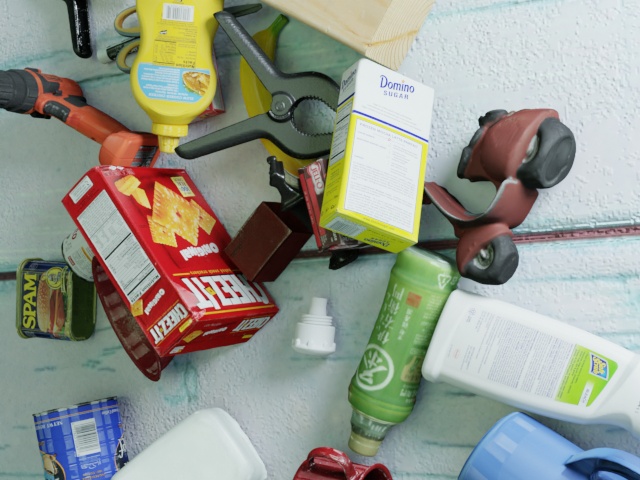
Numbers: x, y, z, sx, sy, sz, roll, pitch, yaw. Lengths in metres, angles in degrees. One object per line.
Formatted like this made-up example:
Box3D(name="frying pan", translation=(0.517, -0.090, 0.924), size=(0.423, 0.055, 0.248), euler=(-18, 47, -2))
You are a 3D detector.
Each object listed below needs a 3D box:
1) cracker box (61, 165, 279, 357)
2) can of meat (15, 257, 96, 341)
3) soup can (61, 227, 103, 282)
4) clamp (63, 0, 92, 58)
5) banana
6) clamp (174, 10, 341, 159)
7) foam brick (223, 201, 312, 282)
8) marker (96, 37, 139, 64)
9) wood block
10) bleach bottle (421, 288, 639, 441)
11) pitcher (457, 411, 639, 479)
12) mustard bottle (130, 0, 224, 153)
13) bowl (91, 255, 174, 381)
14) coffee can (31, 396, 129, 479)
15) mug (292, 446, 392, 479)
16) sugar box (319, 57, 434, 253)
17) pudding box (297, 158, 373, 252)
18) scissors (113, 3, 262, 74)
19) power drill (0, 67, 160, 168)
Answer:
Box3D(name="cracker box", translation=(-0.161, 0.016, 1.176), size=(0.072, 0.163, 0.214), euler=(-44, 71, 23))
Box3D(name="can of meat", translation=(-0.327, 0.074, 1.326), size=(0.084, 0.057, 0.102), euler=(3, 92, 25))
Box3D(name="soup can", translation=(-0.252, -0.002, 1.278), size=(0.102, 0.068, 0.068), euler=(-33, 75, 25))
Box3D(name="clamp", translation=(-0.302, -0.311, 1.322), size=(0.172, 0.039, 0.120), euler=(46, 106, 27))
Box3D(name="banana", translation=(-0.051, -0.151, 1.187), size=(0.070, 0.037, 0.198), euler=(-17, 82, 27))
Box3D(name="clamp", translation=(-0.049, -0.134, 1.149), size=(0.210, 0.036, 0.164), euler=(24, 95, 5))
Box3D(name="foam brick", translation=(-0.058, 0.001, 1.183), size=(0.053, 0.051, 0.078), euler=(48, 110, 21))
Box3D(name="marker", translation=(-0.218, -0.240, 1.288), size=(0.121, 0.020, 0.020), euler=(-15, 83, 27))
Box3D(name="wood block", translation=(0.003, -0.268, 1.127), size=(0.206, 0.090, 0.090), euler=(33, 101, 24))
Box3D(name="bleach bottle", translation=(0.230, 0.132, 1.021), size=(0.251, 0.068, 0.102), euler=(21, 92, 25))
Box3D(name="pitcher", translation=(0.250, 0.259, 0.974), size=(0.243, 0.145, 0.149), euler=(36, 88, 27))
Box3D(name="mustard bottle", translation=(-0.162, -0.193, 1.190), size=(0.096, 0.058, 0.192), euler=(5, 102, -6))
Box3D(name="bowl", translation=(-0.203, 0.080, 1.233), size=(0.162, 0.055, 0.162), euler=(46, 150, 35))
Box3D(name="coffee can", translation=(-0.280, 0.265, 1.274), size=(0.103, 0.102, 0.140), euler=(-16, 82, 27))
Box3D(name="mug", translation=(0.017, 0.263, 1.115), size=(0.082, 0.093, 0.117), euler=(6, 128, 33))
Box3D(name="sugar box", translation=(0.058, -0.085, 1.063), size=(0.048, 0.093, 0.176), euler=(-34, 42, 54))
Box3D(name="pudding box", translation=(0.033, -0.037, 1.099), size=(0.039, 0.113, 0.090), euler=(-19, 82, 37))
Box3D(name="scissors", translation=(-0.163, -0.233, 1.230), size=(0.202, 0.016, 0.096), euler=(10, 79, 30))
Box3D(name="power drill", translation=(-0.288, -0.142, 1.244), size=(0.188, 0.184, 0.057), euler=(33, 105, 14))
